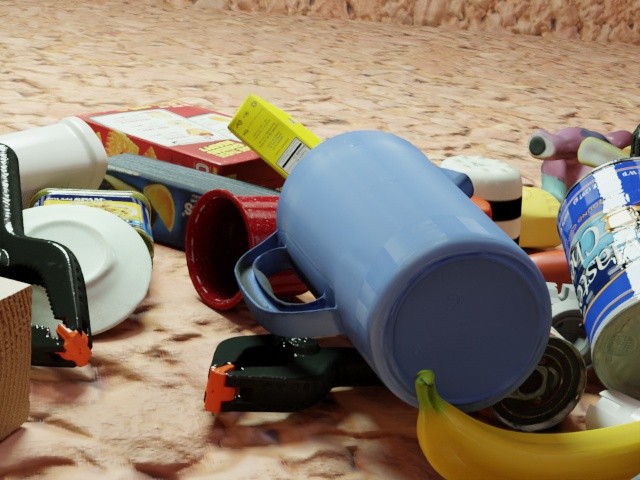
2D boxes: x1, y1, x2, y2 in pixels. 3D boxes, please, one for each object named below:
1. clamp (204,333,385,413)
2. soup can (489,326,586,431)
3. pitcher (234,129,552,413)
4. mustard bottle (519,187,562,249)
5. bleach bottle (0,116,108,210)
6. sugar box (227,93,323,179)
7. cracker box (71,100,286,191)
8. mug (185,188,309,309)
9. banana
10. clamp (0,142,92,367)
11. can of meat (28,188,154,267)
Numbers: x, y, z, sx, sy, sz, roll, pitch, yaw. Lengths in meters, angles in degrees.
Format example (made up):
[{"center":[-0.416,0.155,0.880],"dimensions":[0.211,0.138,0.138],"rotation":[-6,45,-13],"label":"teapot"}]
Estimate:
[{"center":[-0.021,0.078,0.716],"dimensions":[0.171,0.039,0.120],"rotation":[-2,13,-45],"label":"clamp"},{"center":[0.127,0.076,0.726],"dimensions":[0.068,0.068,0.102],"rotation":[2,18,-15],"label":"soup can"},{"center":[0.045,0.020,0.694],"dimensions":[0.145,0.149,0.243],"rotation":[25,10,-18],"label":"pitcher"},{"center":[0.136,-0.023,1.044],"dimensions":[0.191,0.058,0.096],"rotation":[-1,19,-20],"label":"mustard bottle"},{"center":[-0.299,-0.038,0.868],"dimensions":[0.250,0.103,0.068],"rotation":[-17,62,-49],"label":"bleach bottle"},{"center":[0.003,-0.060,0.974],"dimensions":[0.176,0.048,0.093],"rotation":[38,9,19],"label":"sugar box"},{"center":[-0.131,-0.085,1.115],"dimensions":[0.214,0.072,0.163],"rotation":[20,23,33],"label":"cracker box"},{"center":[-0.056,0.001,0.853],"dimensions":[0.081,0.093,0.117],"rotation":[-2,23,-40],"label":"mug"},{"center":[0.132,0.118,0.603],"dimensions":[0.197,0.070,0.037],"rotation":[10,38,-21],"label":"banana"},{"center":[-0.234,0.030,0.727],"dimensions":[0.164,0.036,0.210],"rotation":[-40,53,-15],"label":"clamp"},{"center":[-0.186,-0.001,0.865],"dimensions":[0.102,0.057,0.084],"rotation":[2,21,-14],"label":"can of meat"}]
